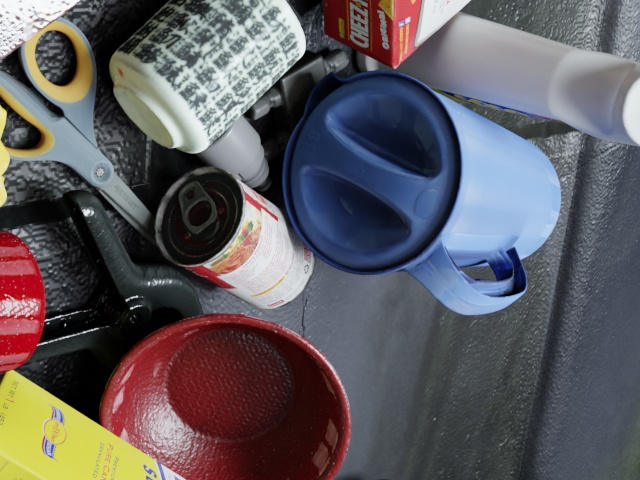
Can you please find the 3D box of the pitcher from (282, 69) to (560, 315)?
[{"bbox_3d":[0.094,-0.030,0.782,0.242,0.145,0.149,5,93,-58],"label":"pitcher"}]

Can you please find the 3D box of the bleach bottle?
[{"bbox_3d":[0.147,-0.113,0.734,0.102,0.251,0.068,7,103,-46],"label":"bleach bottle"}]

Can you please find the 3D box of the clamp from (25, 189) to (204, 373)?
[{"bbox_3d":[-0.139,0.051,0.687,0.120,0.039,0.171,-48,139,0],"label":"clamp"}]

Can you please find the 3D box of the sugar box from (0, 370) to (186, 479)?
[{"bbox_3d":[-0.132,0.155,0.641,0.176,0.093,0.048,34,103,-15],"label":"sugar box"}]

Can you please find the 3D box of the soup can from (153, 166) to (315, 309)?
[{"bbox_3d":[-0.055,0.001,0.716,0.068,0.069,0.102,-60,146,-5],"label":"soup can"}]

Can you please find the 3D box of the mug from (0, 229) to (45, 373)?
[{"bbox_3d":[-0.209,0.045,0.581,0.081,0.093,0.117,-2,122,-50],"label":"mug"}]

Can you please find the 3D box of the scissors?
[{"bbox_3d":[-0.134,-0.063,0.654,0.201,0.016,0.096,31,86,-48],"label":"scissors"}]

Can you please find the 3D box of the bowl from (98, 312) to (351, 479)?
[{"bbox_3d":[-0.061,0.110,0.706,0.162,0.055,0.162,-1,112,-1],"label":"bowl"}]
